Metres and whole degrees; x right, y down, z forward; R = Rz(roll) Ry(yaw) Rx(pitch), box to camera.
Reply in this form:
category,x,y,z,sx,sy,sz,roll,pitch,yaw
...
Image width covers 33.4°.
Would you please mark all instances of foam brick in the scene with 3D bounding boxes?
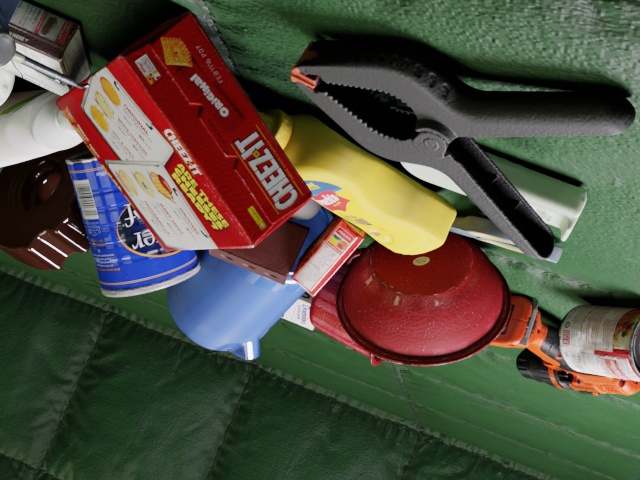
category,x,y,z,sx,sy,sz,roll,pitch,yaw
foam brick,-0.056,0.001,0.974,0.078,0.051,0.053,22,168,-1

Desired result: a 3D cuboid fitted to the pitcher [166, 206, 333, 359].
category,x,y,z,sx,sy,sz,roll,pitch,yaw
pitcher,-0.077,0.018,1.135,0.149,0.145,0.243,29,153,-10

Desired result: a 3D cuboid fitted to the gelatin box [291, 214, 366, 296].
category,x,y,z,sx,sy,sz,roll,pitch,yaw
gelatin box,0.012,0.003,0.972,0.030,0.073,0.089,39,-160,-4

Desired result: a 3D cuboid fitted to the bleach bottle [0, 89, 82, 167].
category,x,y,z,sx,sy,sz,roll,pitch,yaw
bleach bottle,-0.297,-0.112,1.070,0.251,0.102,0.068,4,128,54

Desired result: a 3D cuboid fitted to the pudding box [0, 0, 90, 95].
category,x,y,z,sx,sy,sz,roll,pitch,yaw
pudding box,-0.245,-0.165,0.897,0.090,0.039,0.113,23,170,-3

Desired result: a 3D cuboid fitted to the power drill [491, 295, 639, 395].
category,x,y,z,sx,sy,sz,roll,pitch,yaw
power drill,0.244,0.119,1.202,0.187,0.057,0.185,26,164,-29

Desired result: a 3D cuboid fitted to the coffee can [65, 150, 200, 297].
category,x,y,z,sx,sy,sz,roll,pitch,yaw
coffee can,-0.187,-0.026,1.071,0.103,0.140,0.103,-12,-167,3

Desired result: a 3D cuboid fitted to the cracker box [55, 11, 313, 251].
category,x,y,z,sx,sy,sz,roll,pitch,yaw
cracker box,-0.113,-0.075,0.838,0.164,0.072,0.214,55,158,-14

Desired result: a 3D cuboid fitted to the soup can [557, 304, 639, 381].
category,x,y,z,sx,sy,sz,roll,pitch,yaw
soup can,0.281,0.096,1.003,0.068,0.068,0.102,28,167,-25

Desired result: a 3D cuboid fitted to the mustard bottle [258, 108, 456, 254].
category,x,y,z,sx,sy,sz,roll,pitch,yaw
mustard bottle,0.014,-0.053,0.866,0.191,0.058,0.096,30,171,-29

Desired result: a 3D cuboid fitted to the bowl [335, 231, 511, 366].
category,x,y,z,sx,sy,sz,roll,pitch,yaw
bowl,0.092,0.035,0.964,0.162,0.162,0.055,17,138,24

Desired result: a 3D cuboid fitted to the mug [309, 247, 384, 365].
category,x,y,z,sx,sy,sz,roll,pitch,yaw
mug,0.044,0.058,1.080,0.082,0.093,0.117,27,128,20

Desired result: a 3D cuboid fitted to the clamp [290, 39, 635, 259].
category,x,y,z,sx,sy,sz,roll,pitch,yaw
clamp,0.083,-0.076,0.665,0.210,0.036,0.165,29,150,2

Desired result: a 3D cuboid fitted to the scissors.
category,x,y,z,sx,sy,sz,roll,pitch,yaw
scissors,0.109,-0.018,0.924,0.202,0.016,0.096,18,178,24
